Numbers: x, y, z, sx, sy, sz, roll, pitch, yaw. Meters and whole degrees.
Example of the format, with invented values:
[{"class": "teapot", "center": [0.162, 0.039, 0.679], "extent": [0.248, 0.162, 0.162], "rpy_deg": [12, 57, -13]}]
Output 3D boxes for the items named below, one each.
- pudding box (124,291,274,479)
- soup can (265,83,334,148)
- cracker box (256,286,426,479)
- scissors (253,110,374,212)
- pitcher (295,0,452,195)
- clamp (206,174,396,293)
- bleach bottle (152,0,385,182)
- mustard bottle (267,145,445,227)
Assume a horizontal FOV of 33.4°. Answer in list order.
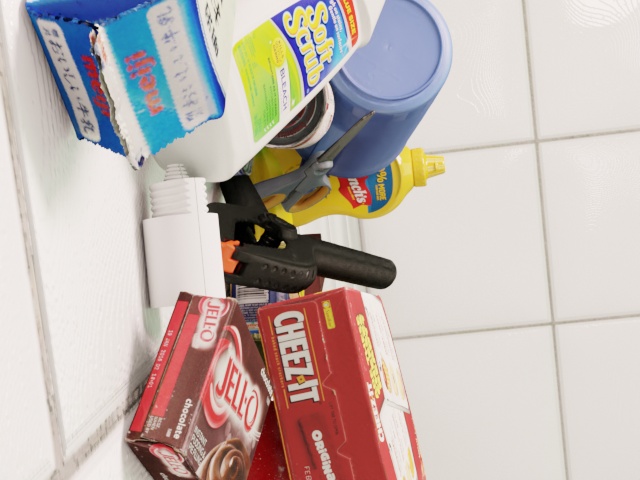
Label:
[{"class": "pudding box", "center": [-0.063, 0.094, 0.591], "extent": [0.113, 0.039, 0.090], "rpy_deg": [78, 26, -57]}, {"class": "soup can", "center": [-0.025, -0.102, 0.802], "extent": [0.102, 0.068, 0.068], "rpy_deg": [-44, 128, -84]}, {"class": "cracker box", "center": [0.020, 0.122, 0.785], "extent": [0.213, 0.072, 0.164], "rpy_deg": [23, 54, -79]}, {"class": "scissors", "center": [-0.020, -0.057, 0.876], "extent": [0.202, 0.096, 0.016], "rpy_deg": [118, -44, -71]}, {"class": "pitcher", "center": [0.036, -0.131, 0.962], "extent": [0.243, 0.145, 0.149], "rpy_deg": [134, -56, -81]}, {"class": "clamp", "center": [-0.043, -0.005, 0.784], "extent": [0.036, 0.165, 0.209], "rpy_deg": [-62, 161, 15]}, {"class": "bleach bottle", "center": [-0.022, -0.141, 0.687], "extent": [0.250, 0.068, 0.102], "rpy_deg": [-49, 140, -43]}, {"class": "mustard bottle", "center": [0.034, -0.069, 1.113], "extent": [0.058, 0.191, 0.096], "rpy_deg": [-75, 158, -75]}]
